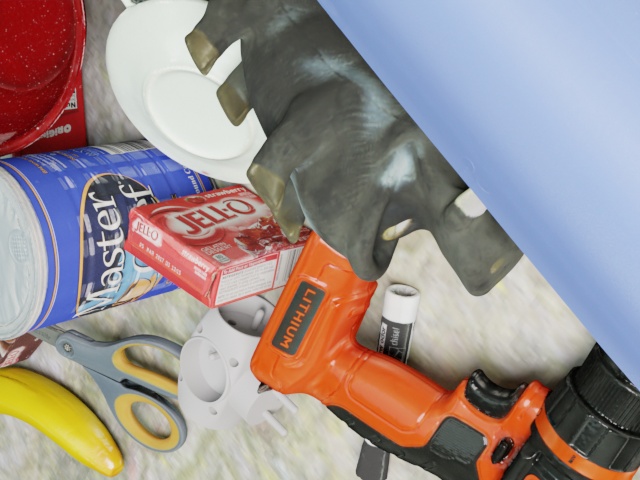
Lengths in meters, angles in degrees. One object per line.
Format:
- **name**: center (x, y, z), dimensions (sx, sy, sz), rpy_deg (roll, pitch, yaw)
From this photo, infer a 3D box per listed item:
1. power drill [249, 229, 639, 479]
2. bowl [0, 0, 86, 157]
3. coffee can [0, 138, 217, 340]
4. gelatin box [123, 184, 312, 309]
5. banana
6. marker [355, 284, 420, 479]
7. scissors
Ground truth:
- **power drill**: center (0.067, 0.065, 0.521), dimensions (0.188, 0.057, 0.185), rpy_deg (37, 118, 19)
- **bowl**: center (-0.199, -0.132, 0.638), dimensions (0.162, 0.055, 0.162), rpy_deg (5, 104, 18)
- **coffee can**: center (-0.144, -0.006, 0.648), dimensions (0.103, 0.140, 0.103), rpy_deg (11, 108, 39)
- **gelatin box**: center (-0.054, 0.001, 0.605), dimensions (0.073, 0.089, 0.030), rpy_deg (32, 120, 32)
- **banana**: center (-0.222, 0.133, 0.824), dimensions (0.198, 0.037, 0.069), rpy_deg (3, 120, 42)
- **marker**: center (0.036, 0.083, 0.593), dimensions (0.020, 0.020, 0.121), rpy_deg (23, 115, 35)
- **scissors**: center (-0.165, 0.091, 0.745), dimensions (0.202, 0.016, 0.096), rpy_deg (9, 115, 25)
